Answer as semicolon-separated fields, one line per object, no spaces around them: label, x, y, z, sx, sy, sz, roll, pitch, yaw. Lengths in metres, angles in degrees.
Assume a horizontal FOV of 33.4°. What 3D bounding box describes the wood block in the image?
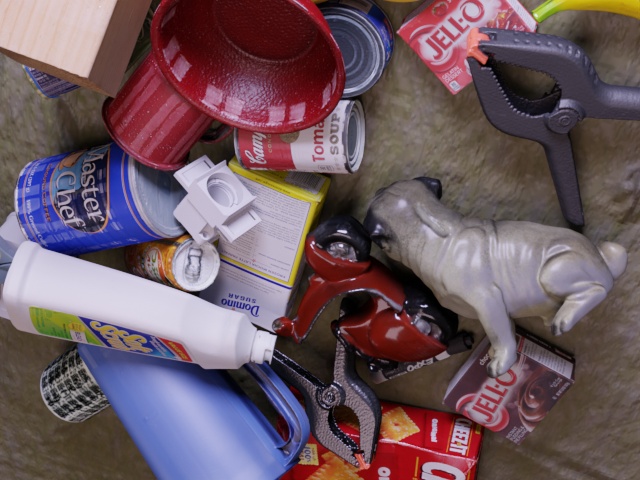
wood block;-0.172;-0.227;0.821;0.090;0.091;0.206;20;90;5

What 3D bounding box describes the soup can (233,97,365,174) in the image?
soup can;-0.017;-0.094;0.944;0.102;0.068;0.068;4;125;16

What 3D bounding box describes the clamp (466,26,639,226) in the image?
clamp;0.207;-0.110;0.859;0.209;0.036;0.165;37;126;-24

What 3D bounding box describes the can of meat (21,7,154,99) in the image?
can of meat;-0.202;-0.173;0.932;0.084;0.102;0.057;-15;119;29

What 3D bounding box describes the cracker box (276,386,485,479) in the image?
cracker box;0.060;0.255;1.160;0.214;0.072;0.164;10;126;12

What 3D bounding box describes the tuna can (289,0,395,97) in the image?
tuna can;0.018;-0.165;0.903;0.086;0.033;0.086;9;126;13

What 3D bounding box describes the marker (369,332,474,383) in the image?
marker;0.103;0.119;1.084;0.121;0.020;0.020;-25;113;31

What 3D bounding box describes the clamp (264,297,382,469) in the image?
clamp;0.003;0.153;1.085;0.120;0.039;0.171;-17;87;24

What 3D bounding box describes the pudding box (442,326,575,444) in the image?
pudding box;0.187;0.141;1.058;0.090;0.039;0.114;28;128;-1

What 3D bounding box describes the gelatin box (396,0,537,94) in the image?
gelatin box;0.118;-0.172;0.866;0.089;0.030;0.073;-34;108;34

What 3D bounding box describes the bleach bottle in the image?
bleach bottle;-0.165;0.072;1.013;0.251;0.068;0.103;13;151;1

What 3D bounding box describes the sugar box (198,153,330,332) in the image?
sugar box;-0.057;0.001;1.039;0.093;0.048;0.176;24;131;7

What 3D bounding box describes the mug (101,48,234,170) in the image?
mug;-0.125;-0.120;0.959;0.117;0.093;0.082;19;130;-35

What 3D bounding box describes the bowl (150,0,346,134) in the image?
bowl;-0.052;-0.161;0.860;0.162;0.055;0.162;12;143;9

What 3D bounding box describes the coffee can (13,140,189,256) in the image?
coffee can;-0.205;-0.042;1.023;0.140;0.102;0.103;-11;120;25

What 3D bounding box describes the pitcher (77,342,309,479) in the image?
pitcher;-0.133;0.168;1.097;0.243;0.149;0.145;53;155;9
